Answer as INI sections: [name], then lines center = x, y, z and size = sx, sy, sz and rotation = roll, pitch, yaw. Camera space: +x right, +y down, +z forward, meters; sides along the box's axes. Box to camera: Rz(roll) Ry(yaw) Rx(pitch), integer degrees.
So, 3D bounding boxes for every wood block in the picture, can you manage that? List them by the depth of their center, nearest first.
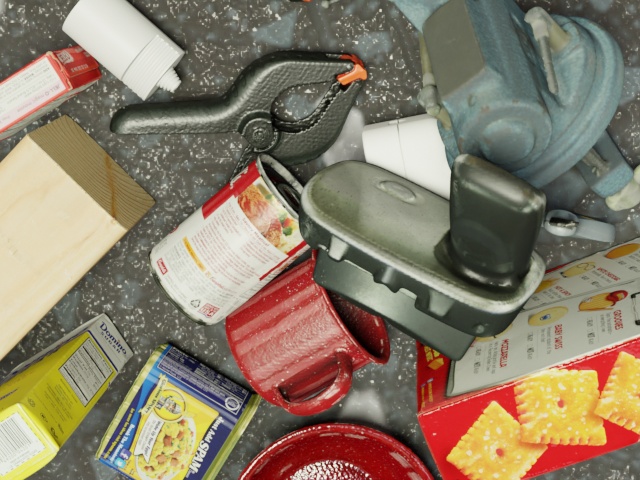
[wood block]
center = -0.222, 0.022, 0.737
size = 0.206, 0.090, 0.090
rotation = -43, 98, 13

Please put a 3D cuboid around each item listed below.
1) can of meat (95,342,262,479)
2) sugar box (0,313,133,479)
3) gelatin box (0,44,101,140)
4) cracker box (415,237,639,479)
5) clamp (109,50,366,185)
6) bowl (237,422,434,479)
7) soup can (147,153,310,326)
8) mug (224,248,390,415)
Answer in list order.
[can of meat]
center = -0.104, 0.136, 0.773
size = 0.084, 0.057, 0.102
rotation = 31, 104, -1
[sugar box]
center = -0.194, 0.111, 0.713
size = 0.093, 0.176, 0.048
rotation = -31, 101, 11
[gelatin box]
center = -0.197, -0.096, 0.714
size = 0.089, 0.073, 0.030
rotation = -30, 100, 12
[cracker box]
center = 0.170, 0.070, 0.675
size = 0.214, 0.164, 0.072
rotation = -20, 103, 10
[clamp]
center = -0.052, -0.080, 0.716
size = 0.171, 0.039, 0.120
rotation = -40, 120, 10
[bowl]
center = 0.008, 0.207, 0.769
size = 0.162, 0.055, 0.162
rotation = 0, 91, -5
[soup can]
center = -0.055, 0.001, 0.701
size = 0.102, 0.068, 0.068
rotation = -39, 98, 14
[mug]
center = -0.009, 0.069, 0.721
size = 0.082, 0.117, 0.093
rotation = -31, 131, 17
